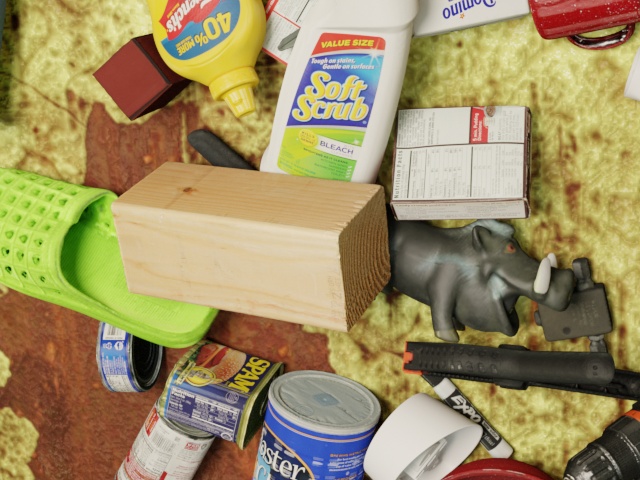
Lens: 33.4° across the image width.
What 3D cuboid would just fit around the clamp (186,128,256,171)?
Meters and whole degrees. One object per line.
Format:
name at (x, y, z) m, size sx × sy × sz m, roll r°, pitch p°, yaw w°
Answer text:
clamp at (-0.053, -0.019, 0.959) m, size 0.171 × 0.039 × 0.120 m, roll 23°, pitch 122°, yaw 10°

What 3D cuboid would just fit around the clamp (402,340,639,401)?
clamp at (0.164, 0.106, 0.894) m, size 0.210 × 0.164 × 0.036 m, roll 4°, pitch 78°, yaw 22°

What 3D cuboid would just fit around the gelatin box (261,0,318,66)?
gelatin box at (-0.005, -0.178, 0.899) m, size 0.089 × 0.030 × 0.073 m, roll 33°, pitch 112°, yaw 0°

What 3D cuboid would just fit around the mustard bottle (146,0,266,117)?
mustard bottle at (-0.098, -0.191, 0.881) m, size 0.096 × 0.058 × 0.191 m, roll -25°, pitch 86°, yaw 20°

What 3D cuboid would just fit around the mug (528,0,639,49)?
mug at (0.206, -0.192, 0.817) m, size 0.082 × 0.093 × 0.117 m, roll -9°, pitch 141°, yaw 22°

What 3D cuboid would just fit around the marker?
marker at (0.129, 0.153, 0.974) m, size 0.020 × 0.020 × 0.121 m, roll -41°, pitch 93°, yaw 22°

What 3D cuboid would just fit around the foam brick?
foam brick at (-0.148, -0.144, 0.922) m, size 0.053 × 0.078 × 0.051 m, roll -38°, pitch 94°, yaw 19°

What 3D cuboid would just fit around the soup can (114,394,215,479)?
soup can at (-0.149, 0.206, 1.037) m, size 0.068 × 0.068 × 0.102 m, roll 31°, pitch 112°, yaw 3°

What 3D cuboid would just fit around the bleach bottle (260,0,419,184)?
bleach bottle at (0.015, -0.138, 0.832) m, size 0.102 × 0.068 × 0.251 m, roll 19°, pitch 137°, yaw 8°

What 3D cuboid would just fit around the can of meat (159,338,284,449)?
can of meat at (-0.090, 0.138, 0.984) m, size 0.084 × 0.102 × 0.057 m, roll 18°, pitch 111°, yaw 11°

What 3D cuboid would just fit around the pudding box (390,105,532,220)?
pudding box at (0.116, -0.064, 0.875) m, size 0.114 × 0.039 × 0.090 m, roll -1°, pitch 67°, yaw 16°

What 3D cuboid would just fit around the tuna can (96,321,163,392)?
tuna can at (-0.177, 0.100, 1.002) m, size 0.034 × 0.086 × 0.086 m, roll -1°, pitch 107°, yaw 13°

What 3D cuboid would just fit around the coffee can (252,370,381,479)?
coffee can at (-0.009, 0.205, 0.982) m, size 0.103 × 0.102 × 0.140 m, roll 15°, pitch 110°, yaw 9°

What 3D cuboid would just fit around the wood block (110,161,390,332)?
wood block at (-0.056, 0.000, 0.876) m, size 0.206 × 0.090 × 0.090 m, roll 8°, pitch 122°, yaw 26°
